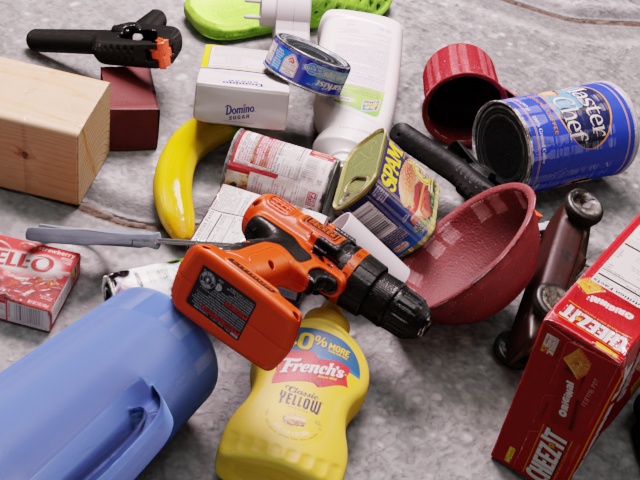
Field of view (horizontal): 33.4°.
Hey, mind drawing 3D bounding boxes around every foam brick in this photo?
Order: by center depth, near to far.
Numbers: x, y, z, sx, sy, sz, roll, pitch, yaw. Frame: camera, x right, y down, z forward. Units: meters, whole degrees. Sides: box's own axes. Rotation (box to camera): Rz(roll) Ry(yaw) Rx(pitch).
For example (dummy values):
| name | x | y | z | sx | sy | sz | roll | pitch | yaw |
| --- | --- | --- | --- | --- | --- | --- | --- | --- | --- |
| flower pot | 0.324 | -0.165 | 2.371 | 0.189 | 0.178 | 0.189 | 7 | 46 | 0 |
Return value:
| name | x | y | z | sx | sy | sz | roll | pitch | yaw |
| --- | --- | --- | --- | --- | --- | --- | --- | --- | --- |
| foam brick | -0.195 | -0.135 | 1.088 | 0.051 | 0.053 | 0.078 | -4 | 43 | -16 |

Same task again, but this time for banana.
| name | x | y | z | sx | sy | sz | roll | pitch | yaw |
| --- | --- | --- | --- | --- | --- | --- | --- | --- | --- |
| banana | -0.126 | -0.071 | 1.045 | 0.069 | 0.037 | 0.197 | 16 | 43 | 6 |

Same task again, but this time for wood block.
| name | x | y | z | sx | sy | sz | roll | pitch | yaw |
| --- | --- | --- | --- | --- | --- | --- | --- | --- | --- |
| wood block | -0.313 | -0.115 | 1.013 | 0.206 | 0.091 | 0.090 | 14 | 43 | 2 |

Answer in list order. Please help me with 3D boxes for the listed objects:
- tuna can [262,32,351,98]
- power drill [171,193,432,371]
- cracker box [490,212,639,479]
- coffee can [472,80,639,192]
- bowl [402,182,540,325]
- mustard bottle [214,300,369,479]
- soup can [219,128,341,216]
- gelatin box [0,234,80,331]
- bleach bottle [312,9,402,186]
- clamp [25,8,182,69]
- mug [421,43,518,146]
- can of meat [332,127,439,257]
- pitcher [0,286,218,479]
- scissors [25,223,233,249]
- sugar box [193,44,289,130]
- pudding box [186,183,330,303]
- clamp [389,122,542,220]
| name | x | y | z | sx | sy | sz | roll | pitch | yaw |
| --- | --- | --- | --- | --- | --- | --- | --- | --- | --- |
| tuna can | -0.013 | -0.178 | 1.083 | 0.086 | 0.034 | 0.086 | 22 | 19 | -8 |
| power drill | -0.015 | 0.039 | 0.836 | 0.184 | 0.057 | 0.187 | 32 | 22 | 15 |
| cracker box | 0.237 | 0.081 | 0.866 | 0.072 | 0.164 | 0.213 | 31 | 46 | 23 |
| coffee can | 0.245 | -0.106 | 1.114 | 0.140 | 0.103 | 0.103 | -13 | 48 | -24 |
| bowl | 0.139 | 0.023 | 0.947 | 0.055 | 0.162 | 0.162 | 47 | 41 | -17 |
| mustard bottle | -0.012 | 0.118 | 0.851 | 0.096 | 0.058 | 0.191 | 16 | 42 | 4 |
| soup can | -0.038 | -0.062 | 1.032 | 0.102 | 0.068 | 0.068 | 17 | 43 | 5 |
| gelatin box | -0.259 | 0.033 | 0.910 | 0.089 | 0.030 | 0.073 | 14 | 42 | 2 |
| bleach bottle | 0.030 | -0.151 | 1.149 | 0.102 | 0.068 | 0.250 | 9 | 45 | 3 |
| clamp | -0.216 | -0.211 | 1.133 | 0.164 | 0.036 | 0.210 | -14 | 24 | -20 |
| mug | 0.166 | -0.161 | 1.169 | 0.117 | 0.093 | 0.081 | 10 | 37 | -7 |
| can of meat | 0.065 | -0.044 | 1.018 | 0.084 | 0.058 | 0.102 | 41 | 36 | -20 |
| pitcher | -0.173 | 0.135 | 0.743 | 0.149 | 0.145 | 0.242 | 33 | 44 | 14 |
| scissors | -0.163 | -0.001 | 0.915 | 0.202 | 0.016 | 0.096 | 4 | 2 | 20 |
| sugar box | -0.081 | -0.160 | 1.106 | 0.093 | 0.048 | 0.176 | 6 | 24 | -5 |
| pudding box | -0.056 | 0.001 | 0.983 | 0.113 | 0.039 | 0.090 | 16 | 45 | 9 |
| clamp | 0.156 | -0.061 | 1.070 | 0.172 | 0.039 | 0.120 | 43 | 26 | 25 |
